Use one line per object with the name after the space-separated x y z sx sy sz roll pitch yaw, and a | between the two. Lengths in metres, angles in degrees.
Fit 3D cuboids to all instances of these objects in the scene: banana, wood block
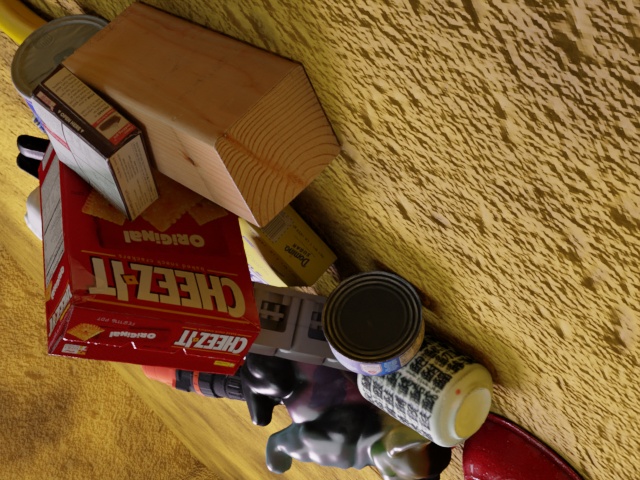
-0.296 -0.220 1.078 0.198 0.037 0.069 38 163 19 | banana
-0.096 -0.101 0.818 0.206 0.090 0.090 29 157 41 | wood block

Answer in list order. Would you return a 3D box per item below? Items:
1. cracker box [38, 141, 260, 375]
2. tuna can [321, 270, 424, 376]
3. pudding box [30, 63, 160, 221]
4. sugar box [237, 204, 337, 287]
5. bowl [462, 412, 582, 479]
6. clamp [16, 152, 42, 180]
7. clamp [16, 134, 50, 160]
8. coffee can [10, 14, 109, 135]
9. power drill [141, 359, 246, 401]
-0.151 0.003 0.919 0.072 0.164 0.214 -57 35 38 | cracker box
0.046 0.071 0.907 0.086 0.086 0.033 35 163 26 | tuna can
-0.175 -0.074 0.840 0.090 0.039 0.113 39 163 15 | pudding box
-0.057 0.002 1.044 0.093 0.048 0.176 47 162 -11 | sugar box
0.190 0.238 1.024 0.162 0.055 0.162 40 162 15 | bowl
-0.260 -0.038 1.296 0.165 0.036 0.210 33 177 18 | clamp
-0.228 -0.097 1.161 0.171 0.120 0.039 34 -147 -44 | clamp
-0.213 -0.126 1.000 0.103 0.102 0.140 34 161 29 | coffee can
-0.110 0.172 1.380 0.185 0.057 0.187 10 178 36 | power drill
